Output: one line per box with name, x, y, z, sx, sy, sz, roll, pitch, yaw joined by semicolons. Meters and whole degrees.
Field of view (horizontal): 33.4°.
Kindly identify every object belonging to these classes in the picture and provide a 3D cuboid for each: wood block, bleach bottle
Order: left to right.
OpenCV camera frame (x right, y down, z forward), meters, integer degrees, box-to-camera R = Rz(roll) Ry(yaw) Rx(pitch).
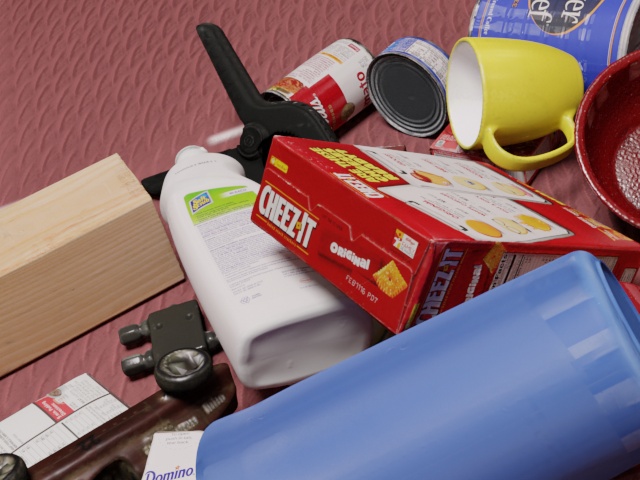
wood block;-0.229;0.026;0.866;0.206;0.091;0.090;-29;40;-13
bleach bottle;-0.055;0.001;0.803;0.102;0.068;0.251;-14;39;-16

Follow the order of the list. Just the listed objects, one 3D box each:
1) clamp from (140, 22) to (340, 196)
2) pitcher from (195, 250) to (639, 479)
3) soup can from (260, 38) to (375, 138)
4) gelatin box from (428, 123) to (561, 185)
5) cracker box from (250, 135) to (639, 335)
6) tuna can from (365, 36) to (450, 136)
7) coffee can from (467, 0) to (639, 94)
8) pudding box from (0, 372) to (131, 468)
clamp;-0.061;-0.078;0.936;0.210;0.036;0.165;33;103;24
pitcher;0.065;0.103;0.584;0.243;0.144;0.149;-31;52;17
soup can;0.001;-0.134;0.988;0.102;0.068;0.069;-39;44;-25
gelatin box;0.148;-0.083;0.904;0.089;0.030;0.073;16;49;33
cracker box;0.086;-0.002;0.720;0.213;0.072;0.164;2;24;-40
tuna can;0.084;-0.137;0.947;0.086;0.086;0.033;19;49;36
coffee can;0.212;-0.170;0.925;0.140;0.103;0.102;12;48;31
pudding box;-0.180;0.147;0.734;0.113;0.039;0.090;-32;40;-30
